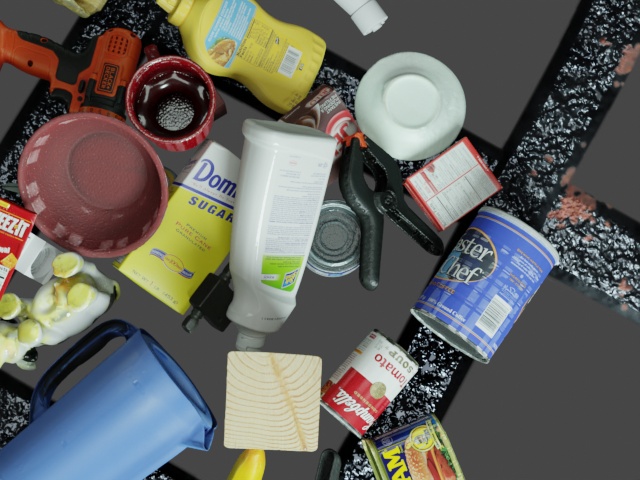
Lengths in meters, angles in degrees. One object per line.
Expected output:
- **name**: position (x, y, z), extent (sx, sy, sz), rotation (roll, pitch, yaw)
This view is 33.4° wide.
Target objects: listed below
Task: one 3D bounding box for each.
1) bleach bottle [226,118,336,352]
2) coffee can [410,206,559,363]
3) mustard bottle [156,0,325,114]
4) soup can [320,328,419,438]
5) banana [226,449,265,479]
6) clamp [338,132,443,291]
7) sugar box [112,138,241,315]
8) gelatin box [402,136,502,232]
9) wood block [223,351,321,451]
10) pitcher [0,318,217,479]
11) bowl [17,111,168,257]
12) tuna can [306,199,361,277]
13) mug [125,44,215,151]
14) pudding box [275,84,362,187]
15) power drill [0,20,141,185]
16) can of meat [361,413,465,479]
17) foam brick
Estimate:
- **bleach bottle**: position (-0.057, 0.001, 1.141), extent (0.102, 0.068, 0.251), rotation (3, 107, -37)
- **coffee can**: position (0.180, 0.048, 1.169), extent (0.103, 0.103, 0.140), rotation (36, 83, 2)
- **mustard bottle**: position (-0.094, -0.223, 1.180), extent (0.191, 0.058, 0.096), rotation (27, 81, -21)
- **soup can**: position (0.051, 0.156, 1.166), extent (0.068, 0.068, 0.102), rotation (42, 82, 2)
- **banana**: position (-0.100, 0.295, 1.130), extent (0.037, 0.069, 0.198), rotation (27, 100, 1)
- **clamp**: position (0.074, -0.039, 1.183), extent (0.120, 0.039, 0.171), rotation (-15, 92, -40)
- **sugar box**: position (-0.138, -0.016, 1.177), extent (0.093, 0.048, 0.176), rotation (38, 85, -21)
- **gelatin box**: position (0.150, -0.063, 1.218), extent (0.089, 0.030, 0.073), rotation (-35, 87, -7)
- **wood block**: position (-0.050, 0.162, 1.090), extent (0.090, 0.206, 0.091), rotation (3, 82, -3)
- **pitcher**: position (-0.244, 0.206, 1.122), extent (0.243, 0.149, 0.145), rotation (-38, 110, -4)
- **bowl**: position (-0.234, -0.065, 1.130), extent (0.162, 0.055, 0.162), rotation (3, 114, 6)
- **tuna can**: position (0.014, -0.003, 1.201), extent (0.086, 0.034, 0.086), rotation (0, 83, -3)
- **mug**: position (-0.160, -0.151, 1.133), extent (0.093, 0.081, 0.117), rotation (-25, 85, -5)
- **pudding box**: position (-0.010, -0.105, 1.190), extent (0.113, 0.039, 0.090), rotation (-39, 122, -5)
- **power drill**: position (-0.307, -0.165, 1.193), extent (0.187, 0.057, 0.184), rotation (14, 76, -4)
- **can of meat**: position (0.104, 0.249, 1.163), extent (0.084, 0.057, 0.102), rotation (-21, 85, -8)
- **foam brick**: position (-0.152, -0.150, 1.202), extent (0.078, 0.053, 0.051), rotation (-32, 86, -7)
